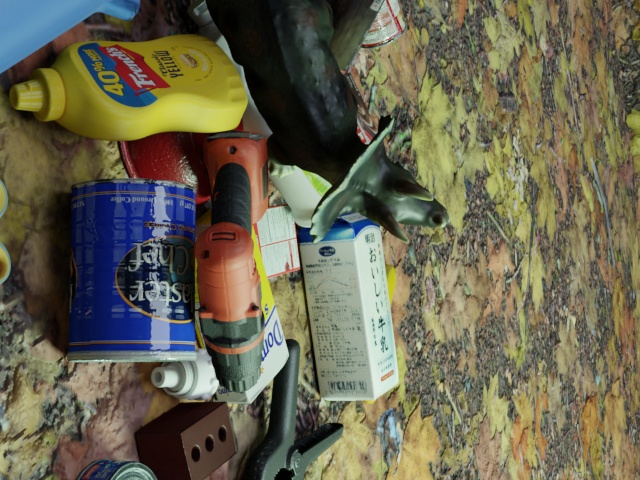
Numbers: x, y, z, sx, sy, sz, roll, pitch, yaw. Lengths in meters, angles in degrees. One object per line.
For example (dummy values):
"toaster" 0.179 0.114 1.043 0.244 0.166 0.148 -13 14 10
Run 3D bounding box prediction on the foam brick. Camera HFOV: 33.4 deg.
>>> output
"foam brick" -0.119 0.181 0.956 0.078 0.051 0.053 -29 111 -59

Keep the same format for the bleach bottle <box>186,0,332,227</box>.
"bleach bottle" -0.053 -0.136 1.082 0.102 0.068 0.250 -50 117 -24

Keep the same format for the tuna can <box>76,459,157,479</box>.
"tuna can" -0.168 0.224 0.879 0.086 0.034 0.086 14 74 -61

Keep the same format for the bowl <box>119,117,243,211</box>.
"bowl" -0.118 -0.103 0.995 0.161 0.055 0.162 15 73 -60

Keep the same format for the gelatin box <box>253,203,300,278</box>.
"gelatin box" -0.057 0.001 1.120 0.089 0.030 0.073 -15 98 -62

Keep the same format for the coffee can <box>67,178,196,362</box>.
"coffee can" -0.151 0.027 0.863 0.102 0.103 0.140 12 75 -61

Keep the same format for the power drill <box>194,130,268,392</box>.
"power drill" -0.072 0.012 0.909 0.184 0.057 0.187 91 -4 -46

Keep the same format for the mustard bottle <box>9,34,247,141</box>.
"mustard bottle" -0.160 -0.124 0.871 0.191 0.058 0.096 -12 57 -38

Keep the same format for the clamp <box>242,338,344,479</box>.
"clamp" -0.041 0.218 1.111 0.209 0.036 0.164 -60 139 -43

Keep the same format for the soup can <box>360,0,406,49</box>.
"soup can" 0.060 -0.302 1.340 0.102 0.069 0.068 65 35 -33

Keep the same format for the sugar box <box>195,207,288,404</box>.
"sugar box" -0.085 0.062 1.042 0.093 0.048 0.176 -46 125 -53
